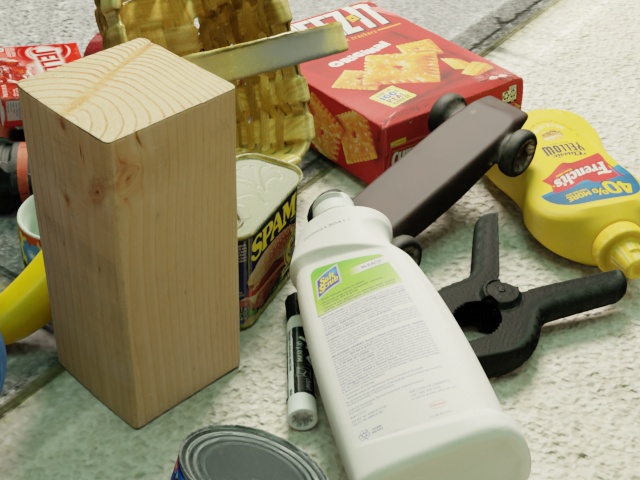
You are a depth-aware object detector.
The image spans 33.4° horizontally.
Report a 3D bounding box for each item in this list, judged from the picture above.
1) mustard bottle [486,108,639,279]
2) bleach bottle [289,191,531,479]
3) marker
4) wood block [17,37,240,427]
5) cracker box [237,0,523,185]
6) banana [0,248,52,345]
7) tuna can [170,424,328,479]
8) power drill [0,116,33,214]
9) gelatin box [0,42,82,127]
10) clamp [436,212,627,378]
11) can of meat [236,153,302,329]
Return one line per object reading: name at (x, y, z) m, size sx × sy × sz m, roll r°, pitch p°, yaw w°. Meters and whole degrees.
mustard bottle at (0.201, -0.033, 0.833) m, size 0.096 × 0.058 × 0.192 m, roll -9°, pitch 38°, yaw -12°
bleach bottle at (0.041, 0.053, 0.669) m, size 0.102 × 0.068 × 0.251 m, roll -20°, pitch 42°, yaw 3°
marker at (-0.013, 0.075, 0.704) m, size 0.020 × 0.020 × 0.121 m, roll 0°, pitch 36°, yaw -3°
wood block at (-0.110, -0.002, 0.646) m, size 0.090 × 0.206 × 0.090 m, roll -29°, pitch 46°, yaw -35°
cracker box at (0.049, -0.138, 0.959) m, size 0.163 × 0.072 × 0.214 m, roll -22°, pitch 42°, yaw -31°
banana at (-0.166, -0.010, 0.712) m, size 0.070 × 0.037 × 0.198 m, roll 18°, pitch 82°, yaw 28°
tuna can at (-0.040, 0.138, 0.579) m, size 0.086 × 0.034 × 0.086 m, roll 17°, pitch 19°, yaw -6°
power drill at (-0.250, -0.092, 0.891) m, size 0.184 × 0.057 × 0.187 m, roll -2°, pitch 36°, yaw -6°
gelatin box at (-0.227, -0.129, 0.871) m, size 0.073 × 0.030 × 0.089 m, roll -7°, pitch 39°, yaw -18°
clamp at (0.134, 0.047, 0.735) m, size 0.120 × 0.039 × 0.171 m, roll 16°, pitch 44°, yaw 26°
can of meat at (-0.055, 0.001, 0.749) m, size 0.057 × 0.084 × 0.102 m, roll 17°, pitch 38°, yaw 18°
